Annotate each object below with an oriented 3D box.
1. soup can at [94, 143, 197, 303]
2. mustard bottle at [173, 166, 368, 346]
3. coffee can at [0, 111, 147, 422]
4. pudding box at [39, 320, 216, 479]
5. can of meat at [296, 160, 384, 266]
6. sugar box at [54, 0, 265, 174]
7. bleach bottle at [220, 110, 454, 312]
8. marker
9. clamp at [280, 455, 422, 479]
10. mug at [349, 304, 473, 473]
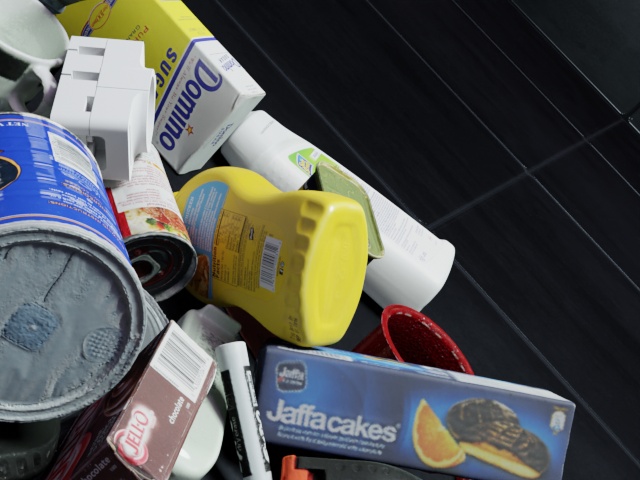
[{"bbox_3d":[-0.128,-0.016,0.707,0.068,0.069,0.102,20,33,-42],"label":"soup can"},{"bbox_3d":[-0.054,0.001,0.725,0.058,0.096,0.192,-2,14,-44],"label":"mustard bottle"},{"bbox_3d":[-0.149,0.008,0.530,0.102,0.103,0.140,29,14,-31],"label":"coffee can"},{"bbox_3d":[-0.102,0.103,0.533,0.039,0.090,0.113,43,24,-9],"label":"pudding box"},{"bbox_3d":[-0.003,0.001,0.853,0.057,0.084,0.102,30,28,-30],"label":"can of meat"},{"bbox_3d":[-0.137,-0.149,0.870,0.176,0.093,0.048,48,25,9],"label":"sugar box"},{"bbox_3d":[0.004,-0.038,0.953,0.251,0.068,0.102,40,25,-4],"label":"bleach bottle"},{"bbox_3d":[-0.042,0.121,0.635,0.020,0.020,0.121,5,68,-54],"label":"marker"},{"bbox_3d":[0.056,0.162,0.654,0.171,0.120,0.039,25,48,-36],"label":"clamp"},{"bbox_3d":[0.061,0.116,0.773,0.117,0.082,0.093,50,25,12],"label":"mug"}]
